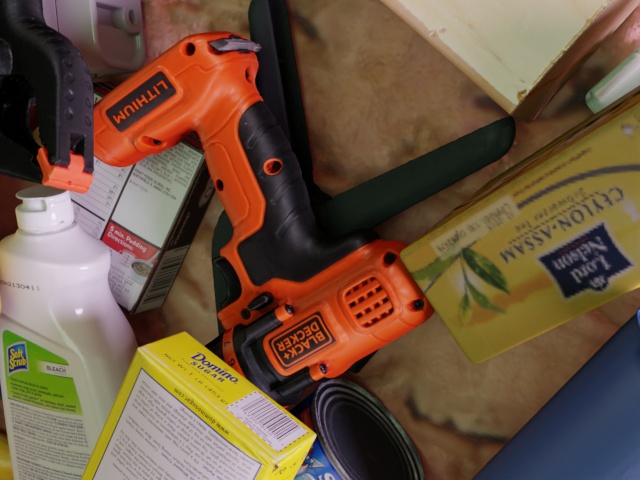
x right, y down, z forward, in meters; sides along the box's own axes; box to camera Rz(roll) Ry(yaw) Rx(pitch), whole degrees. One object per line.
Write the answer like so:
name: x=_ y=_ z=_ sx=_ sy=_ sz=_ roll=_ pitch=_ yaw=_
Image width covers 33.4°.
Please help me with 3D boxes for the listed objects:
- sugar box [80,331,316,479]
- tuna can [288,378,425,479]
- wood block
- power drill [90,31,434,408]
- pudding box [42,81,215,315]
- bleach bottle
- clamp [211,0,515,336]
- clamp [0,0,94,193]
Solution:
sugar box: x=-0.080 y=0.145 z=0.548 sx=0.093 sy=0.048 sz=0.176 roll=36 pitch=116 yaw=21
tuna can: x=0.017 y=0.119 z=0.576 sx=0.034 sy=0.086 sz=0.086 roll=-42 pitch=82 yaw=23
wood block: x=0.050 y=-0.159 z=0.517 sx=0.206 sy=0.090 sz=0.090 roll=44 pitch=104 yaw=10
power drill: x=-0.054 y=0.001 z=0.563 sx=0.185 sy=0.057 sz=0.187 roll=-32 pitch=88 yaw=23
pudding box: x=-0.117 y=-0.025 z=0.633 sx=0.090 sy=0.039 sz=0.113 roll=31 pitch=105 yaw=14
bleach bottle: x=-0.136 y=0.093 z=0.617 sx=0.103 sy=0.068 sz=0.251 roll=5 pitch=110 yaw=25
clamp: x=-0.012 y=-0.025 z=0.592 sx=0.165 sy=0.036 sz=0.210 roll=40 pitch=113 yaw=18
clamp: x=-0.160 y=-0.099 z=0.561 sx=0.172 sy=0.039 sz=0.120 roll=46 pitch=116 yaw=28
